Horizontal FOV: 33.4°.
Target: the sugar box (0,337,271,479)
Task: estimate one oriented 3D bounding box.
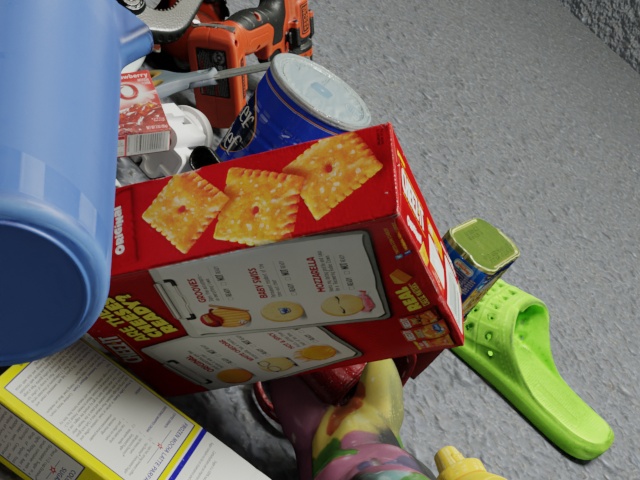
[{"bbox_3d":[-0.113,0.132,0.632,0.176,0.048,0.093,40,26,-1],"label":"sugar box"}]

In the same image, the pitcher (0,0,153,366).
[{"bbox_3d":[-0.180,-0.052,0.572,0.144,0.149,0.243,36,26,-34],"label":"pitcher"}]

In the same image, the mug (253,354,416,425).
[{"bbox_3d":[0.002,0.095,0.797,0.117,0.093,0.082,-31,61,-26],"label":"mug"}]

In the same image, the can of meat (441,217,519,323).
[{"bbox_3d":[0.115,0.031,0.906,0.057,0.084,0.101,43,26,13],"label":"can of meat"}]

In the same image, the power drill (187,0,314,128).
[{"bbox_3d":[-0.065,-0.189,1.126,0.057,0.184,0.187,8,34,23],"label":"power drill"}]

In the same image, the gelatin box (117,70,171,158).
[{"bbox_3d":[-0.177,-0.103,0.886,0.089,0.030,0.073,-10,54,-21],"label":"gelatin box"}]

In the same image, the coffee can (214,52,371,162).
[{"bbox_3d":[-0.035,-0.083,0.966,0.102,0.140,0.103,28,28,-16],"label":"coffee can"}]

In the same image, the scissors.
[{"bbox_3d":[-0.117,-0.155,1.001,0.201,0.016,0.096,-16,24,-11],"label":"scissors"}]

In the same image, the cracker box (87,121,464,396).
[{"bbox_3d":[-0.034,0.020,0.653,0.164,0.214,0.072,56,27,-54],"label":"cracker box"}]
